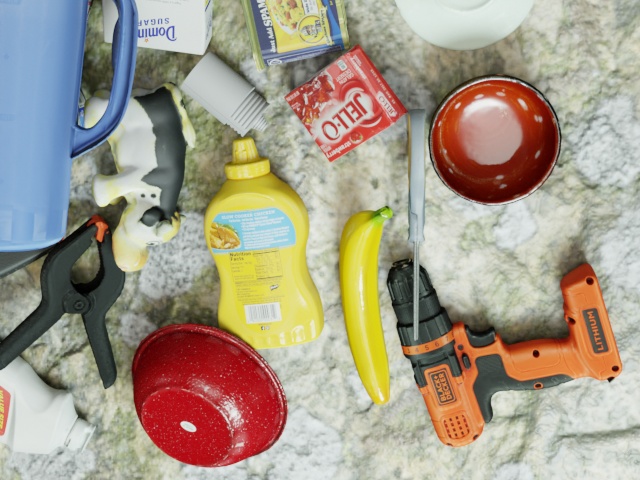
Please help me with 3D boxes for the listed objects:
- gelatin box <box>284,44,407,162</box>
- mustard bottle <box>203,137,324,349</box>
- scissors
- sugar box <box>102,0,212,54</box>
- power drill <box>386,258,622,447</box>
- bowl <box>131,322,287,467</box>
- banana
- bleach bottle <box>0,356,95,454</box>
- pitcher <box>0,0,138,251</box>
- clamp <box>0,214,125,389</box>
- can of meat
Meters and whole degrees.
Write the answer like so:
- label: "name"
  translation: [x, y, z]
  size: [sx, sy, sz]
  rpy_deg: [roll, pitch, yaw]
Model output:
- label: "gelatin box"
  translation: [0.021, -0.119, 0.932]
  size: [0.089, 0.030, 0.073]
  rpy_deg: [-27, 102, 46]
- label: "mustard bottle"
  translation: [-0.056, 0.001, 0.976]
  size: [0.096, 0.058, 0.191]
  rpy_deg: [-5, 104, 13]
- label: "scissors"
  translation: [0.085, -0.022, 0.945]
  size: [0.016, 0.096, 0.202]
  rpy_deg: [0, 112, 4]
- label: "sugar box"
  translation: [-0.137, -0.249, 0.900]
  size: [0.093, 0.048, 0.176]
  rpy_deg: [9, 129, 2]
- label: "power drill"
  translation: [0.167, 0.083, 0.976]
  size: [0.188, 0.057, 0.184]
  rpy_deg: [-18, 101, 12]
- label: "bowl"
  translation: [-0.114, 0.158, 0.996]
  size: [0.162, 0.055, 0.162]
  rpy_deg: [9, 123, 15]
- label: "banana"
  translation: [0.041, 0.053, 0.976]
  size: [0.037, 0.070, 0.198]
  rpy_deg: [-8, 114, -13]
- label: "bleach bottle"
  translation: [-0.334, 0.131, 1.037]
  size: [0.251, 0.068, 0.103]
  rpy_deg: [27, 105, -4]
- label: "pitcher"
  translation: [-0.250, -0.118, 0.885]
  size: [0.149, 0.144, 0.243]
  rpy_deg: [15, 105, 37]
- label: "clamp"
  translation: [-0.224, 0.063, 1.013]
  size: [0.120, 0.039, 0.171]
  rpy_deg: [23, 100, -33]
- label: "can of meat"
  translation: [-0.023, -0.205, 0.923]
  size: [0.084, 0.057, 0.102]
  rpy_deg: [-11, 103, 6]
